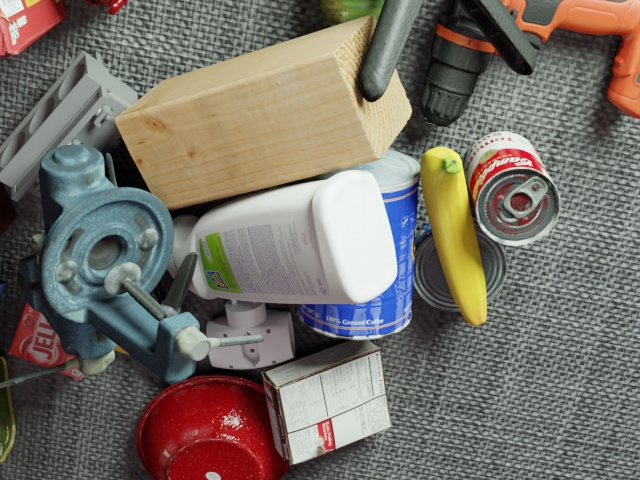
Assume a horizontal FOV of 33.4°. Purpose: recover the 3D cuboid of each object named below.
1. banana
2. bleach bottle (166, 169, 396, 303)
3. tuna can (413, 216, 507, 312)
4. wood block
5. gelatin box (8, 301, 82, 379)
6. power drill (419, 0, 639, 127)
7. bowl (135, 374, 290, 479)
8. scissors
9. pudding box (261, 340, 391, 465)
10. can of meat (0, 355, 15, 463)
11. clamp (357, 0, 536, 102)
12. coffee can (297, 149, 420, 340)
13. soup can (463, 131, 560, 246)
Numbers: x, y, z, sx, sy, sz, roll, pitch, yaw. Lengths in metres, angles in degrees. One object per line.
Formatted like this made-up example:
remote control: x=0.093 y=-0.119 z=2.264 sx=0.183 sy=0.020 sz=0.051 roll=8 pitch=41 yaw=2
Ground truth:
banana: x=0.110 y=-0.012 z=0.891 sx=0.037 sy=0.069 sz=0.198 roll=-10 pitch=135 yaw=9
bleach bottle: x=-0.056 y=0.001 z=0.885 sx=0.251 sy=0.067 sz=0.102 roll=-1 pitch=110 yaw=45
tuna can: x=0.124 y=0.020 z=0.966 sx=0.086 sy=0.033 sz=0.086 roll=0 pitch=113 yaw=1
wood block: x=-0.046 y=-0.098 z=0.851 sx=0.206 sy=0.090 sz=0.090 roll=-12 pitch=115 yaw=29
gelatin box: x=-0.243 y=0.079 z=1.002 sx=0.073 sy=0.030 sz=0.089 roll=23 pitch=112 yaw=-8
power drill: x=0.188 y=-0.161 z=0.874 sx=0.187 sy=0.057 sz=0.184 roll=16 pitch=113 yaw=-5
bowl: x=-0.101 y=0.210 z=1.032 sx=0.162 sy=0.055 sz=0.162 roll=-1 pitch=119 yaw=-2
scissors: x=-0.154 y=0.062 z=0.957 sx=0.096 sy=0.016 sz=0.202 roll=16 pitch=140 yaw=8
pudding box: x=0.007 y=0.150 z=1.002 sx=0.113 sy=0.039 sz=0.090 roll=-19 pitch=114 yaw=-22
can of meat: x=-0.346 y=0.162 z=1.026 sx=0.084 sy=0.057 sz=0.102 roll=0 pitch=113 yaw=3
clamp: x=0.093 y=-0.210 z=0.795 sx=0.164 sy=0.036 sz=0.210 roll=-6 pitch=94 yaw=-33
coffee can: x=0.032 y=0.001 z=0.923 sx=0.103 sy=0.103 sz=0.140 roll=2 pitch=114 yaw=0
soup can: x=0.159 y=-0.046 z=0.900 sx=0.068 sy=0.102 sz=0.068 roll=0 pitch=113 yaw=1
